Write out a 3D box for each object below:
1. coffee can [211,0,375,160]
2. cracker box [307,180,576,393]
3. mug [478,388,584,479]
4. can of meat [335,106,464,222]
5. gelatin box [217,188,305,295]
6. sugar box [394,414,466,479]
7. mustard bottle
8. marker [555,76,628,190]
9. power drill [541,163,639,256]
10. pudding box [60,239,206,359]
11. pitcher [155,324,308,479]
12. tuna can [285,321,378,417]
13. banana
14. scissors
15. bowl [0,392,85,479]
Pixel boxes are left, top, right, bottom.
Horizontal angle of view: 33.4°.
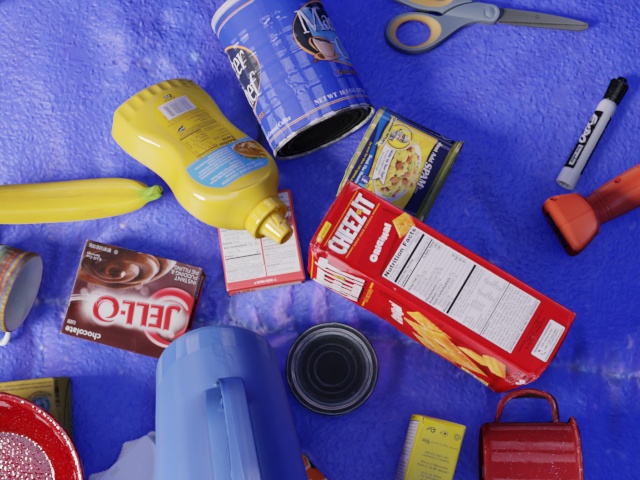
[{"bbox_3d":[-0.026,-0.159,0.983,0.102,0.103,0.140,-25,82,-4],"label":"coffee can"},{"bbox_3d":[0.093,0.047,0.917,0.214,0.164,0.072,31,79,5],"label":"cracker box"},{"bbox_3d":[0.181,0.188,0.931,0.081,0.093,0.117,0,81,5],"label":"mug"},{"bbox_3d":[0.072,-0.063,0.990,0.084,0.057,0.102,27,81,7],"label":"can of meat"},{"bbox_3d":[-0.057,0.001,0.993,0.073,0.030,0.089,-9,79,-1],"label":"gelatin box"},{"bbox_3d":[0.080,0.240,0.920,0.048,0.093,0.176,13,81,2],"label":"sugar box"},{"bbox_3d":[-0.095,-0.065,0.962,0.192,0.058,0.096,43,49,20],"label":"mustard bottle"},{"bbox_3d":[0.260,-0.104,1.015,0.020,0.020,0.121,30,82,5],"label":"marker"},{"bbox_3d":[0.291,-0.055,0.934,0.188,0.184,0.057,-28,81,5],"label":"power drill"},{"bbox_3d":[-0.170,0.057,0.978,0.113,0.039,0.090,14,81,2],"label":"pudding box"},{"bbox_3d":[-0.072,0.180,0.856,0.149,0.144,0.243,-38,39,21],"label":"pitcher"},{"bbox_3d":[0.010,0.117,0.970,0.086,0.034,0.086,0,80,0],"label":"tuna can"},{"bbox_3d":[-0.243,-0.039,0.977,0.197,0.070,0.037,-5,76,-7],"label":"banana"},{"bbox_3d":[0.150,-0.204,1.034,0.202,0.016,0.096,23,83,4],"label":"scissors"},{"bbox_3d":[-0.269,0.204,0.878,0.162,0.055,0.162,0,85,-1],"label":"bowl"}]
